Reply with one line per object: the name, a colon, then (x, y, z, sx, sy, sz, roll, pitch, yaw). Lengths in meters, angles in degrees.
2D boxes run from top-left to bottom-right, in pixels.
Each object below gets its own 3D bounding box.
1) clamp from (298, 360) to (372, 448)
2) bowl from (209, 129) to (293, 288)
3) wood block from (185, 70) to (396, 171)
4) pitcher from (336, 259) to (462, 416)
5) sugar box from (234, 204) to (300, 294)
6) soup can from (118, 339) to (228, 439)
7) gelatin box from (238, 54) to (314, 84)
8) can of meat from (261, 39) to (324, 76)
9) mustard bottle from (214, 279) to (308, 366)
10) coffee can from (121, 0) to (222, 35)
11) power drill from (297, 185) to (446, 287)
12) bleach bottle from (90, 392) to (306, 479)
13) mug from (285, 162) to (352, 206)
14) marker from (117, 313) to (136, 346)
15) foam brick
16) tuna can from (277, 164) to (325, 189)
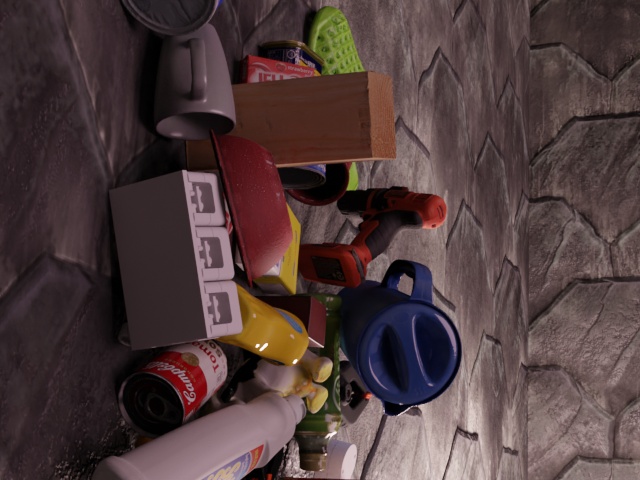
clamp: (0.020, 0.202, 1.481, 0.209, 0.036, 0.164, 7, 82, -66)
bowl: (-0.064, -0.037, 1.051, 0.162, 0.055, 0.162, 165, -90, -85)
wood block: (-0.032, -0.124, 1.132, 0.090, 0.206, 0.090, -13, 100, -69)
pitcher: (0.088, 0.113, 1.398, 0.145, 0.149, 0.243, 57, -5, -13)
sugar box: (-0.058, 0.002, 1.231, 0.176, 0.048, 0.093, 67, 26, -76)
soup can: (-0.138, 0.136, 1.017, 0.102, 0.069, 0.068, -42, 127, -63)
gelatin box: (-0.053, -0.175, 1.264, 0.089, 0.030, 0.073, 8, 78, -25)
can of meat: (-0.036, -0.196, 1.346, 0.102, 0.057, 0.084, 21, 70, -67)
mustard bottle: (-0.064, 0.088, 1.092, 0.058, 0.096, 0.191, -60, 149, -3)
coffee can: (-0.126, -0.277, 1.043, 0.140, 0.103, 0.103, -66, 147, -50)
power drill: (0.051, -0.013, 1.436, 0.187, 0.185, 0.057, -40, 120, -35)
bleach bottle: (-0.099, 0.196, 0.980, 0.250, 0.068, 0.103, -25, 147, -47)
mug: (0.005, -0.112, 1.378, 0.093, 0.117, 0.081, 34, 33, -8)
marker: (-0.167, 0.046, 1.021, 0.020, 0.020, 0.121, 65, 30, -46)
foam brick: (-0.038, 0.097, 1.278, 0.053, 0.078, 0.051, 43, 50, -62)
tuna can: (-0.036, -0.090, 1.292, 0.086, 0.086, 0.034, 36, 53, -64)
